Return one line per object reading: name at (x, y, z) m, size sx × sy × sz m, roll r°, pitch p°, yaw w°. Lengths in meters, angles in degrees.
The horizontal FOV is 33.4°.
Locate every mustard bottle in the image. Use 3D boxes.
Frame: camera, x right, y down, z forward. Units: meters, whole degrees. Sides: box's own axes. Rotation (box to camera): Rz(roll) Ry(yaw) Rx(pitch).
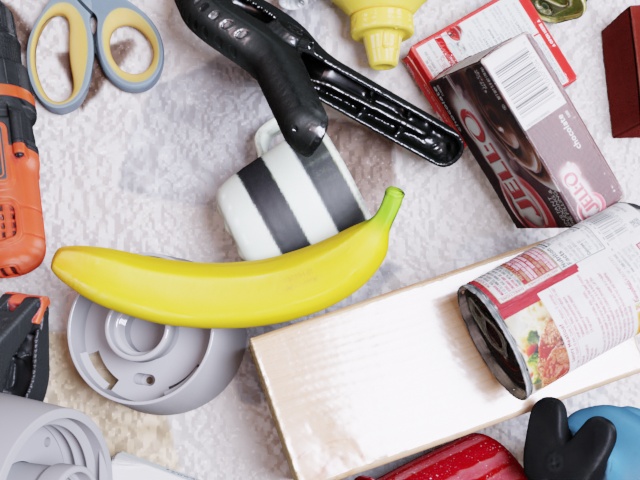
mustard bottle at (0.038, -0.204, 0.686) m, size 0.096 × 0.058 × 0.191 m, roll 2°, pitch 81°, yaw -23°

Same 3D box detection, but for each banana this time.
banana at (-0.046, 0.017, 0.595) m, size 0.198 × 0.037 × 0.069 m, roll -11°, pitch 108°, yaw 2°

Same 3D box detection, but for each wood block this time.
wood block at (0.069, 0.070, 0.634) m, size 0.206 × 0.090 × 0.091 m, roll -18°, pitch 83°, yaw -7°

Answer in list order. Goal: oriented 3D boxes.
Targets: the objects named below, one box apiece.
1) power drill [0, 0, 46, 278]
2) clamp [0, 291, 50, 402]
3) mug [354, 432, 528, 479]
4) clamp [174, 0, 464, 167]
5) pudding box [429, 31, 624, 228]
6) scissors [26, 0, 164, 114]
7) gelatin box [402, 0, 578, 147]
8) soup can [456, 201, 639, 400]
power drill at (-0.263, -0.056, 0.639) m, size 0.187 × 0.057 × 0.184 m, roll -11°, pitch 71°, yaw -4°
clamp at (-0.195, 0.108, 0.598) m, size 0.039 × 0.120 × 0.171 m, roll 5°, pitch 77°, yaw 10°
mug at (0.076, 0.173, 0.622) m, size 0.081 × 0.093 × 0.117 m, roll -21°, pitch 121°, yaw -24°
clamp at (-0.014, -0.108, 0.648) m, size 0.210 × 0.164 × 0.036 m, roll 46°, pitch 114°, yaw 33°
pudding box at (0.119, -0.061, 0.630) m, size 0.039 × 0.090 × 0.113 m, roll -32°, pitch 97°, yaw -12°
scissors at (-0.142, -0.178, 0.691) m, size 0.096 × 0.016 × 0.202 m, roll 7°, pitch 82°, yaw -5°
gelatin box at (0.110, -0.111, 0.695) m, size 0.089 × 0.030 × 0.073 m, roll -31°, pitch 86°, yaw -8°
soup can at (0.133, 0.031, 0.564) m, size 0.102 × 0.068 × 0.068 m, roll -28°, pitch 85°, yaw -8°
